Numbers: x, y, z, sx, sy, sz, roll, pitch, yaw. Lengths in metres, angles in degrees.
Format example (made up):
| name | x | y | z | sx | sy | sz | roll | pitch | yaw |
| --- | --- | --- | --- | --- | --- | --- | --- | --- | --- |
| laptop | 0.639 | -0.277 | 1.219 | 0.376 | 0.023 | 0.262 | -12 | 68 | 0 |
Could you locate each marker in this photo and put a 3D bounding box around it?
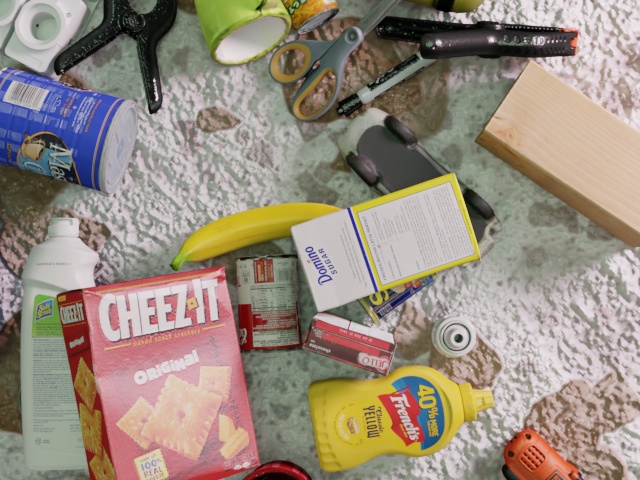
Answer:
| name | x | y | z | sx | sy | sz | roll | pitch | yaw |
| --- | --- | --- | --- | --- | --- | --- | --- | --- | --- |
| marker | 0.070 | -0.171 | 1.160 | 0.121 | 0.020 | 0.020 | -32 | 87 | 0 |

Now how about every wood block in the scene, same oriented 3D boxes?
| name | x | y | z | sx | sy | sz | roll | pitch | yaw |
| --- | --- | --- | --- | --- | --- | --- | --- | --- | --- |
| wood block | 0.275 | -0.087 | 1.115 | 0.206 | 0.090 | 0.091 | 34 | 89 | 3 |

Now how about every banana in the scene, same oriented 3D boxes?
| name | x | y | z | sx | sy | sz | roll | pitch | yaw |
| --- | --- | --- | --- | --- | --- | --- | --- | --- | --- |
| banana | -0.066 | -0.008 | 1.139 | 0.197 | 0.070 | 0.037 | -17 | 127 | -5 |

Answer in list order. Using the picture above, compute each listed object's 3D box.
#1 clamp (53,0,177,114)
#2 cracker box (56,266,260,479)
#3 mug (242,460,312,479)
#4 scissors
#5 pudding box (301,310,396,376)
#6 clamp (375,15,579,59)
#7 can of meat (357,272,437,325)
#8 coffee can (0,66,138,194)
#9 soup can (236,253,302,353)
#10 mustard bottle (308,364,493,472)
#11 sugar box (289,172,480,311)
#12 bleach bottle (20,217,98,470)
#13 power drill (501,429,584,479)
| name | x | y | z | sx | sy | sz | roll | pitch | yaw |
| --- | --- | --- | --- | --- | --- | --- | --- | --- | --- |
| clamp | -0.214 | -0.231 | 1.155 | 0.120 | 0.039 | 0.171 | 14 | 81 | -18 |
| cracker box | -0.158 | 0.142 | 1.061 | 0.163 | 0.072 | 0.214 | -9 | 88 | -38 |
| mug | -0.034 | 0.279 | 1.118 | 0.117 | 0.081 | 0.093 | 12 | 88 | 2 |
| scissors | 0.016 | -0.221 | 1.135 | 0.096 | 0.016 | 0.202 | 37 | 110 | 13 |
| pudding box | 0.031 | 0.105 | 1.105 | 0.090 | 0.113 | 0.039 | 19 | 92 | 3 |
| clamp | 0.172 | -0.207 | 1.104 | 0.210 | 0.164 | 0.036 | 2 | 109 | -7 |
| can of meat | 0.063 | 0.025 | 1.136 | 0.084 | 0.057 | 0.102 | -35 | 87 | -2 |
| coffee can | -0.276 | -0.116 | 1.129 | 0.140 | 0.103 | 0.103 | 16 | 89 | 2 |
| soup can | -0.054 | 0.067 | 1.133 | 0.068 | 0.068 | 0.102 | -3 | 87 | 2 |
| mustard bottle | 0.087 | 0.183 | 1.129 | 0.191 | 0.058 | 0.096 | -10 | 89 | 1 |
| sugar box | 0.066 | 0.003 | 1.086 | 0.176 | 0.048 | 0.093 | -18 | 87 | 2 |
| bleach bottle | -0.253 | 0.103 | 1.087 | 0.102 | 0.068 | 0.251 | 0 | 89 | -7 |
| power drill | 0.221 | 0.322 | 1.121 | 0.187 | 0.057 | 0.184 | -45 | 84 | -3 |
